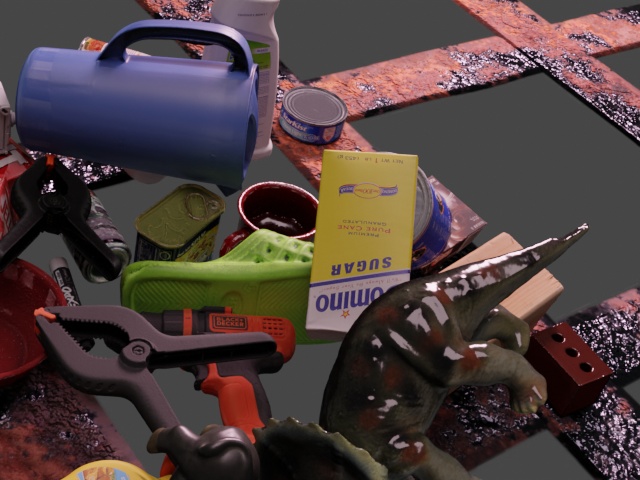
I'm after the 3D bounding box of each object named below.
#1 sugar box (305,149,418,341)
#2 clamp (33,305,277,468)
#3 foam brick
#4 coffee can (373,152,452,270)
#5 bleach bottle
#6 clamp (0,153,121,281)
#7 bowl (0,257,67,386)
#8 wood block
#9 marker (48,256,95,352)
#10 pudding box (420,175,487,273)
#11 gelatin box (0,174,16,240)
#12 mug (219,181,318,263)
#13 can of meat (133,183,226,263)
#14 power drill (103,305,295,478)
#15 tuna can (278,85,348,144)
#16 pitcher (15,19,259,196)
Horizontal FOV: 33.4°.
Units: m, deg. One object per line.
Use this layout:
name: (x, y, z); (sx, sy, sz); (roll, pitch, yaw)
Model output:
sugar box: (0.040, 0.006, 0.994); (0.093, 0.048, 0.176); (3, 71, 5)
clamp: (-0.157, 0.114, 0.921); (0.210, 0.036, 0.164); (17, 42, 4)
foam brick: (0.250, 0.132, 1.097); (0.052, 0.051, 0.078); (-15, 49, -31)
coffee can: (0.076, -0.027, 1.107); (0.103, 0.103, 0.140); (31, 1, 17)
bleach bottle: (-0.087, -0.204, 1.223); (0.102, 0.251, 0.068); (-13, 48, -29)
clamp: (-0.270, -0.022, 1.040); (0.120, 0.039, 0.171); (4, 38, -32)
bowl: (-0.314, 0.084, 0.976); (0.162, 0.055, 0.162); (9, 41, -8)
wood block: (0.140, 0.084, 1.081); (0.205, 0.090, 0.091); (-28, 65, -39)
marker: (-0.244, 0.063, 1.049); (0.020, 0.020, 0.121); (-8, 45, -25)
pudding box: (0.124, -0.020, 1.224); (0.090, 0.039, 0.113); (44, 39, 16)
gelatin box: (-0.323, -0.010, 1.052); (0.030, 0.089, 0.073); (0, 41, -2)
mug: (-0.057, 0.001, 1.128); (0.117, 0.082, 0.093); (-24, 54, -37)
can of meat: (-0.148, 0.003, 1.096); (0.057, 0.084, 0.101); (29, 42, 16)
power drill: (-0.108, 0.138, 0.971); (0.184, 0.057, 0.187); (2, 45, -10)
tuna can: (-0.010, -0.160, 1.365); (0.086, 0.034, 0.086); (9, 41, -8)
pitcher: (-0.184, -0.142, 1.108); (0.243, 0.145, 0.149); (8, 79, -1)
